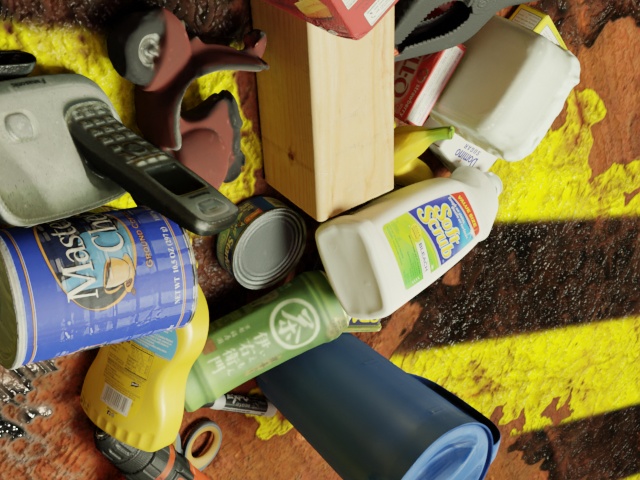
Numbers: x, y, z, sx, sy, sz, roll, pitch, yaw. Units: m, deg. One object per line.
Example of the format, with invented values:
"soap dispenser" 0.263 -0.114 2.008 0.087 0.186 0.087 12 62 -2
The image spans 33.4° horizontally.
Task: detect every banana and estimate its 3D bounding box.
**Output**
"banana" 0.084 -0.078 1.037 0.198 0.069 0.037 87 15 -83

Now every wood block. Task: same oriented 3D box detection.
"wood block" 0.004 -0.135 0.929 0.090 0.091 0.206 -25 133 -27

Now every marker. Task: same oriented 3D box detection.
"marker" -0.092 0.169 1.107 0.120 0.020 0.020 18 104 -48

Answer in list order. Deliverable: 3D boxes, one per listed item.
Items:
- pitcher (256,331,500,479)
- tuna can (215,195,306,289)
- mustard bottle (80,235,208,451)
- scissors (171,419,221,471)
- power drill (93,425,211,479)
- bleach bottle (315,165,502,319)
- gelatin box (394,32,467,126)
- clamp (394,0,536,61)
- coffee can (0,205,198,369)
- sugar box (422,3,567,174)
"pitcher" 0.053 0.174 1.073 0.145 0.243 0.149 -49 139 -5
"tuna can" -0.057 0.001 1.011 0.086 0.034 0.086 -24 132 -30
"mustard bottle" -0.147 0.082 0.934 0.058 0.096 0.192 -13 126 -57
"scissors" -0.143 0.263 1.126 0.096 0.016 0.202 -23 131 -26
"power drill" -0.206 0.267 1.028 0.187 0.057 0.184 -43 133 -4
"bleach bottle" 0.103 -0.019 1.038 0.250 0.068 0.102 -33 108 -45
"gelatin box" 0.084 -0.159 0.999 0.030 0.073 0.089 20 103 -48
"clamp" 0.132 -0.221 0.899 0.210 0.036 0.164 -26 150 10
"coffee can" -0.178 0.032 0.805 0.140 0.103 0.103 -12 125 -31
"sugar box" 0.185 -0.151 1.123 0.176 0.048 0.093 -49 139 0
